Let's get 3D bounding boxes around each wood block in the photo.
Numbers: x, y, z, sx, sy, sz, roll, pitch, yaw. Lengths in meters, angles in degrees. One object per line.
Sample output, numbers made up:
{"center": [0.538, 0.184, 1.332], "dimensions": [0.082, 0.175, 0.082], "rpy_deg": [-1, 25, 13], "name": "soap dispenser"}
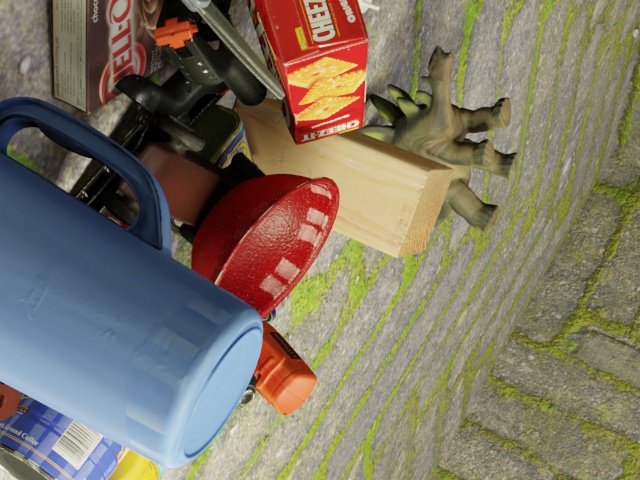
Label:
{"center": [0.013, -0.065, 1.043], "dimensions": [0.090, 0.206, 0.090], "rpy_deg": [-9, 121, -67], "name": "wood block"}

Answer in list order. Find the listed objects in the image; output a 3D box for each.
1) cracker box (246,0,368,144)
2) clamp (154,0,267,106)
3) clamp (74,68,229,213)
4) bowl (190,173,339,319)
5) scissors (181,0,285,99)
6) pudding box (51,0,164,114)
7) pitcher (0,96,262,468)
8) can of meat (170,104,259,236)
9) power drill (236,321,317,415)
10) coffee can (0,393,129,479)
{"center": [-0.018, -0.184, 0.844], "dimensions": [0.214, 0.072, 0.164], "rpy_deg": [88, -14, -80], "name": "cracker box"}
{"center": [-0.086, -0.169, 0.823], "dimensions": [0.171, 0.039, 0.120], "rpy_deg": [-6, 78, -77], "name": "clamp"}
{"center": [-0.126, -0.102, 0.853], "dimensions": [0.209, 0.036, 0.165], "rpy_deg": [-49, 176, -45], "name": "clamp"}
{"center": [-0.056, 0.001, 0.883], "dimensions": [0.162, 0.055, 0.162], "rpy_deg": [-44, 158, -22], "name": "bowl"}
{"center": [-0.090, -0.190, 0.750], "dimensions": [0.201, 0.016, 0.096], "rpy_deg": [35, 49, -33], "name": "scissors"}
{"center": [-0.151, -0.159, 0.766], "dimensions": [0.089, 0.039, 0.113], "rpy_deg": [-47, 153, -45], "name": "pudding box"}
{"center": [-0.156, 0.028, 0.661], "dimensions": [0.144, 0.243, 0.149], "rpy_deg": [-45, 158, -51], "name": "pitcher"}
{"center": [-0.105, -0.062, 0.971], "dimensions": [0.102, 0.057, 0.084], "rpy_deg": [-56, 157, -24], "name": "can of meat"}
{"center": [-0.080, 0.103, 0.983], "dimensions": [0.057, 0.185, 0.187], "rpy_deg": [-48, 143, 4], "name": "power drill"}
{"center": [-0.199, 0.144, 0.894], "dimensions": [0.140, 0.103, 0.103], "rpy_deg": [-55, 157, -28], "name": "coffee can"}
